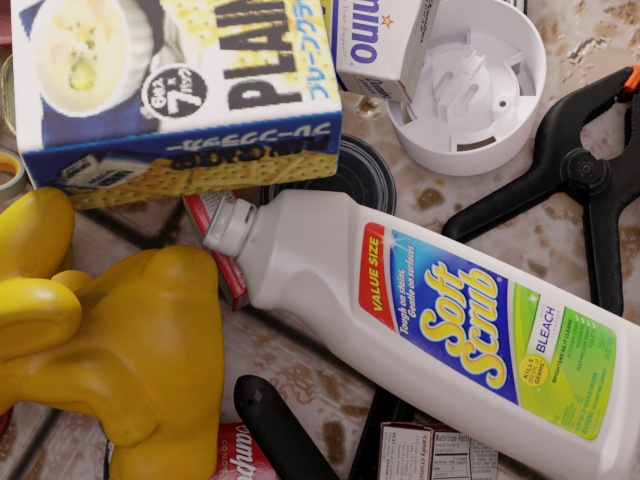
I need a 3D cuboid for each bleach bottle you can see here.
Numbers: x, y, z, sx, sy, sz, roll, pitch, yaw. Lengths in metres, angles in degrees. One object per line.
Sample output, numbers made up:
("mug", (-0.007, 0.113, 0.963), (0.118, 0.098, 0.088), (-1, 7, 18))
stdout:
("bleach bottle", (0.053, 0.046, 0.577), (0.250, 0.068, 0.102), (24, 67, -8))

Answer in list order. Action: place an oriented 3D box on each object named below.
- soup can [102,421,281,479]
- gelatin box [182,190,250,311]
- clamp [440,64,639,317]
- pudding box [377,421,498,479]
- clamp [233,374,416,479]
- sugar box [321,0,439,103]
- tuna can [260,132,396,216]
("soup can", (-0.071, 0.142, 0.628), (0.102, 0.068, 0.068), (-4, 82, -1))
("gelatin box", (-0.054, 0.001, 0.637), (0.030, 0.089, 0.073), (-25, 84, -8))
("clamp", (0.153, -0.038, 0.673), (0.120, 0.039, 0.171), (22, 75, 2))
("pudding box", (0.066, 0.162, 0.616), (0.039, 0.089, 0.113), (-3, 79, 34))
("clamp", (0.012, 0.156, 0.607), (0.036, 0.164, 0.210), (-1, 89, 40))
("sugar box", (-0.019, -0.147, 0.656), (0.176, 0.048, 0.093), (12, 81, 20))
("tuna can", (0.005, -0.025, 0.669), (0.086, 0.034, 0.086), (0, 82, -1))
